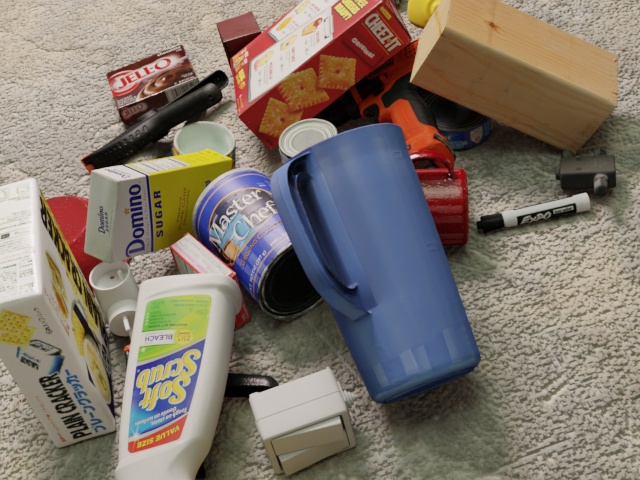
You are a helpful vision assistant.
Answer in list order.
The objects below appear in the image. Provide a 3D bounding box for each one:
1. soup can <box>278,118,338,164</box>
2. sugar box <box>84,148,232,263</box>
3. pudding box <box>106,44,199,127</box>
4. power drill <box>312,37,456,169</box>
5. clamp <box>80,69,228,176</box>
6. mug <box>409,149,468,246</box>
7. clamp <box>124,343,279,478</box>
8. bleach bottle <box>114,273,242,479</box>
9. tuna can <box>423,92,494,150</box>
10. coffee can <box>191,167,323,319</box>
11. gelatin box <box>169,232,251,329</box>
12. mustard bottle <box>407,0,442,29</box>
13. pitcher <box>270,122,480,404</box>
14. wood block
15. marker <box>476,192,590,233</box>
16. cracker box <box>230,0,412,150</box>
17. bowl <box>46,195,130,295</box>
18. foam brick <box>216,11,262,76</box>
[{"bbox_3d":[-0.005,-0.075,1.182,0.068,0.102,0.068,-7,46,7],"label":"soup can"},{"bbox_3d":[-0.170,-0.039,1.142,0.048,0.093,0.175,21,24,29],"label":"sugar box"},{"bbox_3d":[-0.219,-0.204,1.405,0.113,0.039,0.090,-21,45,-6],"label":"pudding box"},{"bbox_3d":[0.070,-0.132,1.229,0.185,0.057,0.187,-29,48,21],"label":"power drill"},{"bbox_3d":[-0.198,-0.141,1.296,0.210,0.036,0.164,-33,13,0],"label":"clamp"},{"bbox_3d":[0.112,-0.044,1.117,0.081,0.117,0.093,-2,35,6],"label":"mug"},{"bbox_3d":[-0.123,0.143,1.046,0.120,0.039,0.172,-35,53,-20],"label":"clamp"},{"bbox_3d":[-0.131,0.153,0.978,0.102,0.068,0.251,-5,56,9],"label":"bleach bottle"},{"bbox_3d":[0.161,-0.145,1.256,0.086,0.034,0.086,-7,46,7],"label":"tuna can"},{"bbox_3d":[-0.057,0.001,1.121,0.102,0.103,0.140,-32,48,-17],"label":"coffee can"},{"bbox_3d":[-0.115,0.043,1.115,0.030,0.073,0.089,-37,49,-21],"label":"gelatin box"},{"bbox_3d":[0.157,-0.284,1.311,0.096,0.058,0.191,3,15,12],"label":"mustard bottle"},{"bbox_3d":[0.050,0.023,0.988,0.149,0.145,0.243,-19,77,-9],"label":"pitcher"},{"bbox_3d":[0.216,-0.190,1.181,0.206,0.090,0.090,23,49,-9],"label":"wood block"},{"bbox_3d":[0.226,-0.029,1.137,0.121,0.020,0.020,-12,45,2],"label":"marker"},{"bbox_3d":[-0.005,-0.226,1.281,0.214,0.072,0.164,-36,31,15],"label":"cracker box"},{"bbox_3d":[-0.298,0.000,1.217,0.162,0.055,0.162,-8,45,7],"label":"bowl"},{"bbox_3d":[-0.098,-0.248,1.390,0.051,0.078,0.053,-19,45,-3],"label":"foam brick"}]
